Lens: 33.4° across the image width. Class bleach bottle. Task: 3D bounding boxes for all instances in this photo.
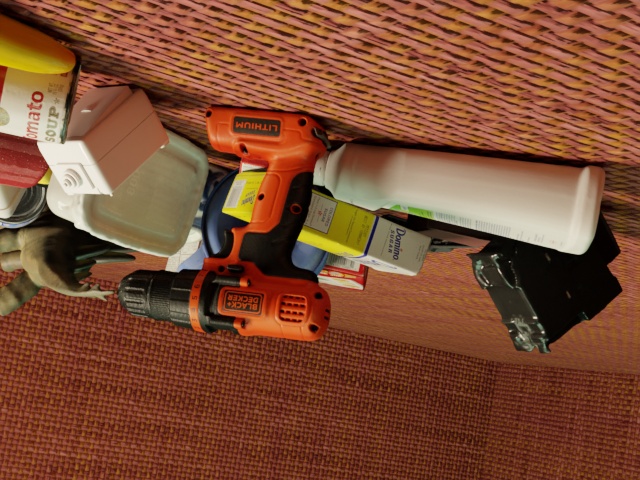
[{"bbox_3d":[0.108,-0.045,0.912,0.251,0.068,0.102,11,172,10],"label":"bleach bottle"}]

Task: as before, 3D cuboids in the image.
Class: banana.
[{"bbox_3d":[-0.229,-0.146,0.697,0.070,0.037,0.197,9,172,12],"label":"banana"}]

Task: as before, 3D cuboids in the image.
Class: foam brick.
[{"bbox_3d":[0.130,-0.028,1.032,0.078,0.053,0.051,11,172,-16],"label":"foam brick"}]

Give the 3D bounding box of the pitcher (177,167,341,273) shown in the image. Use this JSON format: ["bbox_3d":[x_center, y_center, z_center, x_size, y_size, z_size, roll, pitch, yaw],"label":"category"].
[{"bbox_3d":[-0.058,0.001,1.173,0.149,0.145,0.243,15,175,4],"label":"pitcher"}]

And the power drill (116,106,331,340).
[{"bbox_3d":[-0.072,-0.014,0.892,0.184,0.187,0.057,6,173,13],"label":"power drill"}]

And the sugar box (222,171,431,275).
[{"bbox_3d":[0.006,-0.014,0.999,0.176,0.048,0.093,23,173,-24],"label":"sugar box"}]

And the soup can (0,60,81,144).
[{"bbox_3d":[-0.239,-0.115,0.813,0.102,0.068,0.069,12,172,-12],"label":"soup can"}]

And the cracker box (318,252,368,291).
[{"bbox_3d":[-0.016,0.010,1.404,0.164,0.072,0.213,11,173,4],"label":"cracker box"}]

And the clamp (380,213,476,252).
[{"bbox_3d":[0.132,-0.004,1.243,0.120,0.039,0.171,13,179,10],"label":"clamp"}]

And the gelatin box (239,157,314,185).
[{"bbox_3d":[-0.038,-0.072,1.006,0.073,0.030,0.089,12,172,-4],"label":"gelatin box"}]

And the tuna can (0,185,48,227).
[{"bbox_3d":[-0.375,-0.060,1.301,0.086,0.086,0.034,12,171,-18],"label":"tuna can"}]

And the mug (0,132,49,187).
[{"bbox_3d":[-0.299,-0.099,0.973,0.081,0.093,0.117,11,-156,-42],"label":"mug"}]
